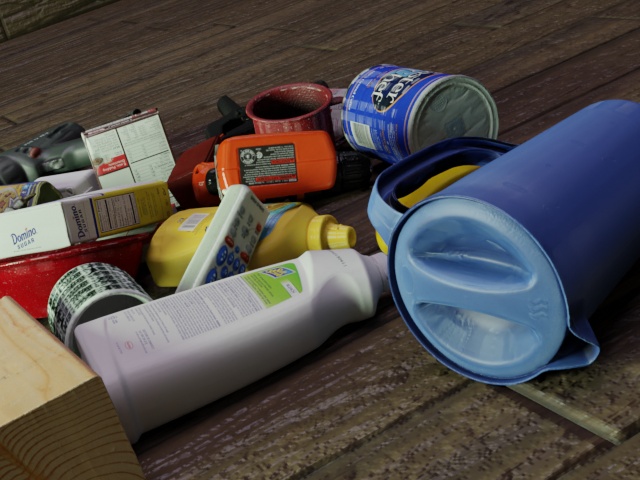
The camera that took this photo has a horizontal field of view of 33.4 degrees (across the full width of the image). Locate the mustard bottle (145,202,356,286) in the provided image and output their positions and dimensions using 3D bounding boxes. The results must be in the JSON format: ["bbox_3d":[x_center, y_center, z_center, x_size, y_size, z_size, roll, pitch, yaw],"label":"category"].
[{"bbox_3d":[-0.056,0.002,0.956,0.192,0.058,0.096,-4,27,30],"label":"mustard bottle"}]

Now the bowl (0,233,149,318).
[{"bbox_3d":[-0.229,0.034,0.964,0.162,0.055,0.162,-11,4,1],"label":"bowl"}]

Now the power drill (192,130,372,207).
[{"bbox_3d":[-0.031,-0.065,1.017,0.184,0.057,0.188,-8,-2,-6],"label":"power drill"}]

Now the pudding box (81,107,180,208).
[{"bbox_3d":[-0.203,-0.080,1.181,0.090,0.113,0.039,-20,18,-9],"label":"pudding box"}]

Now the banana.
[{"bbox_3d":[0.094,-0.030,0.960,0.070,0.037,0.197,12,33,19],"label":"banana"}]

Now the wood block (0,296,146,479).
[{"bbox_3d":[-0.212,0.120,0.744,0.090,0.091,0.206,-28,25,-23],"label":"wood block"}]

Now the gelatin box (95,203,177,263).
[{"bbox_3d":[-0.189,-0.003,1.099,0.073,0.030,0.089,-13,22,13],"label":"gelatin box"}]

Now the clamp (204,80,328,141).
[{"bbox_3d":[-0.100,-0.157,1.390,0.165,0.036,0.209,-3,26,29],"label":"clamp"}]

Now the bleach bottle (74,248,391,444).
[{"bbox_3d":[-0.049,0.064,0.799,0.250,0.068,0.103,-19,34,-17],"label":"bleach bottle"}]

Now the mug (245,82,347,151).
[{"bbox_3d":[-0.016,-0.116,1.143,0.117,0.081,0.093,-21,33,-15],"label":"mug"}]

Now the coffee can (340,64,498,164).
[{"bbox_3d":[0.098,-0.122,1.080,0.102,0.103,0.140,-25,23,-20],"label":"coffee can"}]

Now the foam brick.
[{"bbox_3d":[-0.125,-0.068,1.154,0.051,0.053,0.078,-23,25,21],"label":"foam brick"}]

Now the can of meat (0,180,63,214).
[{"bbox_3d":[-0.331,-0.014,1.151,0.084,0.057,0.102,-5,58,20],"label":"can of meat"}]

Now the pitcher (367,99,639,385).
[{"bbox_3d":[0.157,-0.019,0.754,0.145,0.149,0.242,-12,15,45],"label":"pitcher"}]

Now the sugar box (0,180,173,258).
[{"bbox_3d":[-0.223,-0.021,1.002,0.093,0.048,0.176,-9,8,25],"label":"sugar box"}]
